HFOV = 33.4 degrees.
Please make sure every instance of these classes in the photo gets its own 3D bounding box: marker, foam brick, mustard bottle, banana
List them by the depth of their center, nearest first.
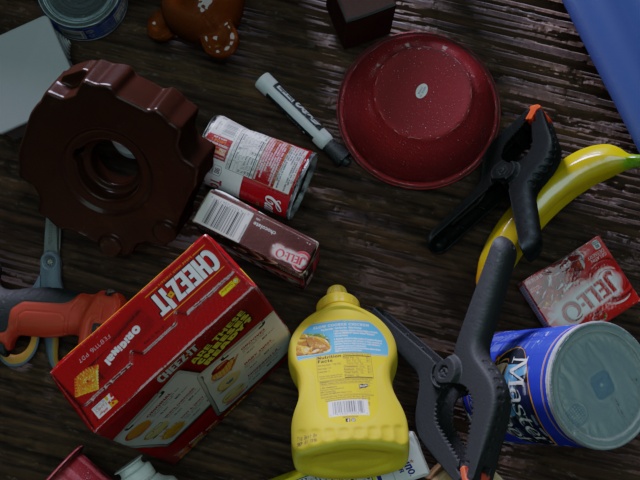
[{"bbox_3d":[0.020,0.112,0.926,0.096,0.058,0.191,-4,44,0],"label":"mustard bottle"},{"bbox_3d":[0.212,-0.030,0.997,0.198,0.070,0.037,-40,114,5],"label":"banana"},{"bbox_3d":[0.038,-0.226,1.026,0.051,0.078,0.053,-20,83,-4],"label":"foam brick"},{"bbox_3d":[-0.015,-0.115,1.035,0.020,0.020,0.121,-44,83,-7],"label":"marker"}]

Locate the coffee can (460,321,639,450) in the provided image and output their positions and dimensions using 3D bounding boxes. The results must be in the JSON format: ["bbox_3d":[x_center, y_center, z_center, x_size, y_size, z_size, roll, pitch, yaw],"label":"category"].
[{"bbox_3d":[0.199,0.125,0.916,0.102,0.140,0.103,4,81,-23],"label":"coffee can"}]

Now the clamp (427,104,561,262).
[{"bbox_3d":[0.168,-0.050,0.998,0.120,0.039,0.171,-1,53,36],"label":"clamp"}]

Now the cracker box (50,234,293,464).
[{"bbox_3d":[-0.112,0.098,0.899,0.164,0.213,0.072,-43,71,-6],"label":"cracker box"}]

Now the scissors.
[{"bbox_3d":[-0.273,0.033,1.013,0.096,0.016,0.202,-15,80,-2],"label":"scissors"}]

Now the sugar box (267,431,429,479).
[{"bbox_3d":[0.004,0.216,0.940,0.176,0.093,0.048,-22,81,-4],"label":"sugar box"}]

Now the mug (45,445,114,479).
[{"bbox_3d":[-0.214,0.246,0.928,0.081,0.117,0.093,40,113,2],"label":"mug"}]

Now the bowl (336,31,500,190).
[{"bbox_3d":[0.096,-0.133,1.020,0.162,0.055,0.162,0,79,0],"label":"bowl"}]

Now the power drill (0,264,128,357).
[{"bbox_3d":[-0.275,0.100,0.963,0.187,0.057,0.184,10,82,4],"label":"power drill"}]

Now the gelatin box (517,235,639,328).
[{"bbox_3d":[0.242,0.049,0.999,0.089,0.030,0.073,-30,81,-5],"label":"gelatin box"}]

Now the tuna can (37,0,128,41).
[{"bbox_3d":[-0.235,-0.243,1.052,0.086,0.034,0.086,0,80,0],"label":"tuna can"}]

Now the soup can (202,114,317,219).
[{"bbox_3d":[-0.062,-0.070,1.003,0.102,0.068,0.068,23,81,5],"label":"soup can"}]

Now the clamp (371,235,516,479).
[{"bbox_3d":[0.122,0.107,0.907,0.165,0.036,0.210,-40,45,32],"label":"clamp"}]

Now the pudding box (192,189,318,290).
[{"bbox_3d":[-0.056,0.001,0.980,0.113,0.090,0.039,28,80,6],"label":"pudding box"}]
